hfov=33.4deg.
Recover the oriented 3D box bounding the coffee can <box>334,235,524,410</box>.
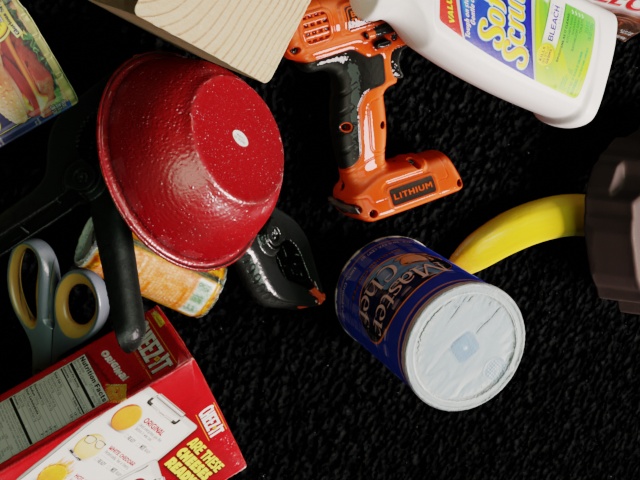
[{"bbox_3d":[0.084,0.063,0.862,0.102,0.140,0.103,-6,107,-20],"label":"coffee can"}]

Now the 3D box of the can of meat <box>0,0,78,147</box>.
[{"bbox_3d":[-0.228,-0.116,0.733,0.084,0.057,0.102,-33,114,-12],"label":"can of meat"}]

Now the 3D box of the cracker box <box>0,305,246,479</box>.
[{"bbox_3d":[-0.179,0.164,0.797,0.213,0.072,0.164,-30,141,-12],"label":"cracker box"}]

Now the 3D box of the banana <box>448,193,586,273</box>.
[{"bbox_3d":[0.204,-0.006,0.947,0.197,0.037,0.070,-4,105,-21],"label":"banana"}]

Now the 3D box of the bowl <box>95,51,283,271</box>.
[{"bbox_3d":[-0.076,-0.062,0.740,0.161,0.055,0.162,23,60,-46],"label":"bowl"}]

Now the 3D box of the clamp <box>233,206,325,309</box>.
[{"bbox_3d":[-0.055,0.001,0.820,0.171,0.039,0.120,57,46,-25],"label":"clamp"}]

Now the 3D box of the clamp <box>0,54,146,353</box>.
[{"bbox_3d":[-0.173,-0.036,0.760,0.165,0.036,0.210,11,75,15],"label":"clamp"}]

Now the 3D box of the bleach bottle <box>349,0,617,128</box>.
[{"bbox_3d":[0.109,-0.164,0.796,0.250,0.068,0.102,13,92,-32],"label":"bleach bottle"}]

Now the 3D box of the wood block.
[{"bbox_3d":[-0.083,-0.173,0.690,0.090,0.206,0.090,26,94,-26],"label":"wood block"}]

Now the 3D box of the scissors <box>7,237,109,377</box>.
[{"bbox_3d":[-0.193,0.096,0.802,0.016,0.096,0.202,-31,121,-58],"label":"scissors"}]

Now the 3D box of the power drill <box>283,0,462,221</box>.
[{"bbox_3d":[0.059,-0.122,0.846,0.184,0.057,0.187,-20,110,-19],"label":"power drill"}]
